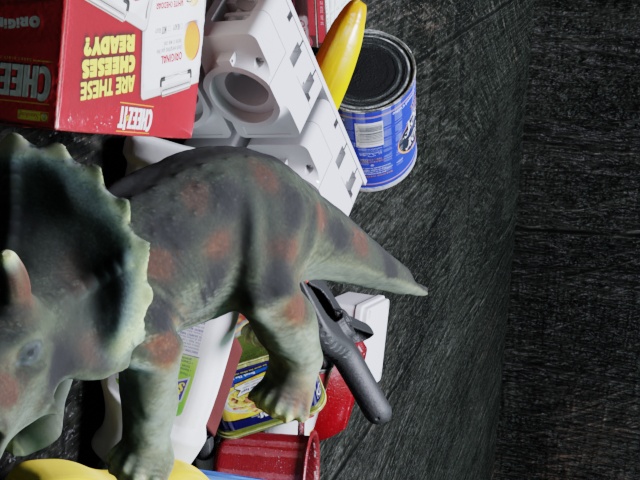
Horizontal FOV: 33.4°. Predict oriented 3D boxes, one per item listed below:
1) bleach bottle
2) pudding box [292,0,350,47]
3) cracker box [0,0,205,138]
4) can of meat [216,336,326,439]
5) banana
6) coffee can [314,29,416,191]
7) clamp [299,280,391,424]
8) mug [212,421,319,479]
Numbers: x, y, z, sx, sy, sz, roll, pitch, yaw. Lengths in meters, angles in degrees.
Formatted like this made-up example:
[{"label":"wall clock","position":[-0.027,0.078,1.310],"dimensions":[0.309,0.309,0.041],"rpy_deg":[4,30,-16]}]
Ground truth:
[{"label":"bleach bottle","position":[-0.111,0.061,0.728],"dimensions":[0.068,0.102,0.251],"rpy_deg":[-16,121,-80]},{"label":"pudding box","position":[0.006,-0.249,1.040],"dimensions":[0.113,0.039,0.090],"rpy_deg":[-56,150,-52]},{"label":"cracker box","position":[-0.124,-0.168,0.597],"dimensions":[0.164,0.072,0.214],"rpy_deg":[-11,109,-72]},{"label":"can of meat","position":[-0.053,0.112,0.904],"dimensions":[0.057,0.102,0.084],"rpy_deg":[-112,-172,-48]},{"label":"banana","position":[-0.005,-0.127,0.971],"dimensions":[0.198,0.037,0.069],"rpy_deg":[118,-18,-45]},{"label":"coffee can","position":[0.047,-0.130,1.087],"dimensions":[0.140,0.103,0.102],"rpy_deg":[81,23,-60]},{"label":"clamp","position":[0.012,0.079,0.980],"dimensions":[0.171,0.039,0.120],"rpy_deg":[56,9,-29]},{"label":"mug","position":[-0.046,0.198,0.933],"dimensions":[0.093,0.081,0.117],"rpy_deg":[79,16,-59]}]
